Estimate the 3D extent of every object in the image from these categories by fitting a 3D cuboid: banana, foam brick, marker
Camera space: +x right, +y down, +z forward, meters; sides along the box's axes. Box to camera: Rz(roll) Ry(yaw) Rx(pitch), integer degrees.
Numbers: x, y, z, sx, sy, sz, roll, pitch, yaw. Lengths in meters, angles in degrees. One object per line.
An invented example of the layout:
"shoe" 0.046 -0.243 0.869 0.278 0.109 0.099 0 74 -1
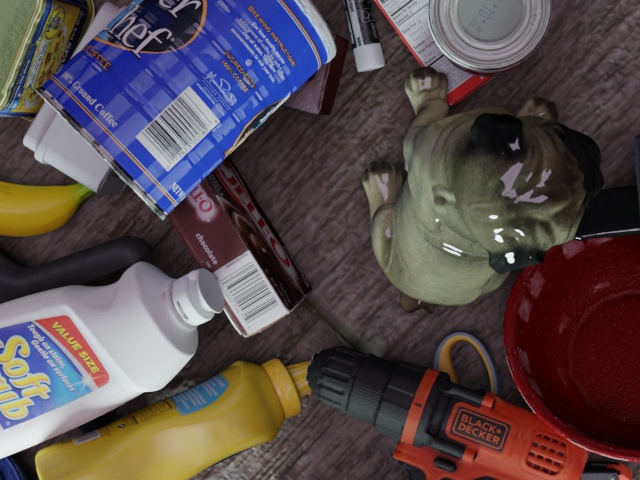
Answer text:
"banana" -0.252 -0.049 0.752 0.198 0.037 0.069 23 69 3
"foam brick" -0.027 -0.115 0.699 0.078 0.051 0.053 13 98 7
"marker" 0.021 -0.172 0.702 0.020 0.020 0.121 -12 94 10

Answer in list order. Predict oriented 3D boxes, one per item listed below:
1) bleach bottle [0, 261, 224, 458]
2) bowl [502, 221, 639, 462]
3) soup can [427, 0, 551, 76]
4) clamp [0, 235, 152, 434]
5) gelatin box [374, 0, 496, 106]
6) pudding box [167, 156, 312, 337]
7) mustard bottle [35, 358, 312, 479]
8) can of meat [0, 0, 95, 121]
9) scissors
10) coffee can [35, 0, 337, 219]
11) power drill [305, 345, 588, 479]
"bleach bottle" -0.175 0.072 0.682 0.251 0.068 0.102 -25 83 20
"bowl" 0.197 0.063 0.661 0.162 0.055 0.162 -7 64 15
"soup can" 0.098 -0.131 0.620 0.068 0.102 0.068 1 97 8
"clamp" -0.216 0.060 0.749 0.210 0.036 0.164 9 112 14
"gelatin box" 0.089 -0.143 0.689 0.073 0.030 0.089 -36 90 12
"pudding box" -0.055 0.001 0.696 0.039 0.090 0.113 -30 91 12
"mustard bottle" -0.088 0.126 0.704 0.191 0.096 0.058 -24 93 -15
"can of meat" -0.202 -0.131 0.708 0.057 0.084 0.102 25 99 5
"scissors" 0.082 0.161 0.705 0.096 0.016 0.202 -4 80 18
"coffee can" -0.075 -0.096 0.612 0.140 0.103 0.103 -45 88 -5
"power drill" 0.053 0.173 0.665 0.184 0.057 0.187 19 83 15
